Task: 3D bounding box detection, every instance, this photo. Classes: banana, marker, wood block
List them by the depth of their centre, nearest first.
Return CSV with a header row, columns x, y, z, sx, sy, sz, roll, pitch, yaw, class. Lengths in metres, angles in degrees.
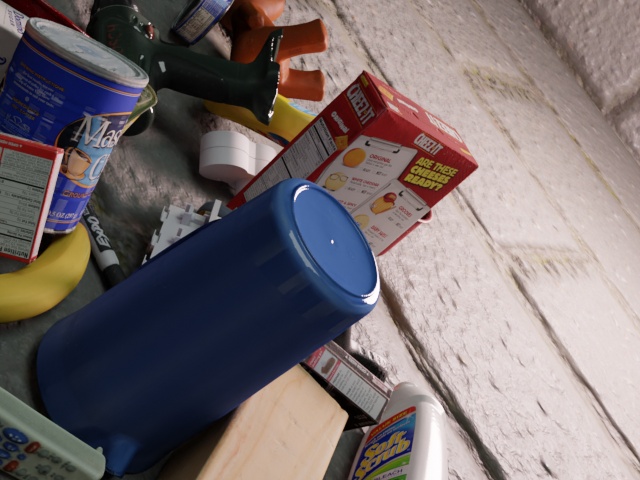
x,y,z,sx,sy,sz,roll,pitch,yaw,class
-0.060,0.180,0.807,0.090,0.091,0.206,46,26,-7,wood block
-0.228,0.026,0.819,0.069,0.037,0.197,53,27,8,banana
-0.194,-0.002,0.926,0.020,0.020,0.121,4,51,-54,marker

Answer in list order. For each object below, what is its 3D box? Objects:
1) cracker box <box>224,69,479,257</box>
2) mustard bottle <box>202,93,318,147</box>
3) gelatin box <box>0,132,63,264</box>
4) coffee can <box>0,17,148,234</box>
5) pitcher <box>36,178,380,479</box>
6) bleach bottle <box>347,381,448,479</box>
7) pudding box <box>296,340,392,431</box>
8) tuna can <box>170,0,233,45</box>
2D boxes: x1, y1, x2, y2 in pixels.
x,y,z,sx,sy,sz,roll,pitch,yaw,class
0.030,-0.057,1.108,0.164,0.214,0.072,24,31,-45,cracker box
-0.037,-0.131,1.211,0.192,0.058,0.096,29,0,11,mustard bottle
-0.238,-0.034,0.790,0.073,0.089,0.030,15,6,-5,gelatin box
-0.213,-0.091,0.850,0.102,0.140,0.103,27,13,-7,coffee can
-0.080,0.052,0.775,0.149,0.243,0.144,60,26,9,pitcher
0.067,0.208,0.974,0.068,0.103,0.250,54,18,-15,bleach bottle
-0.003,0.129,0.939,0.090,0.114,0.039,40,57,-15,pudding box
-0.142,-0.280,1.298,0.033,0.086,0.086,40,28,-20,tuna can
